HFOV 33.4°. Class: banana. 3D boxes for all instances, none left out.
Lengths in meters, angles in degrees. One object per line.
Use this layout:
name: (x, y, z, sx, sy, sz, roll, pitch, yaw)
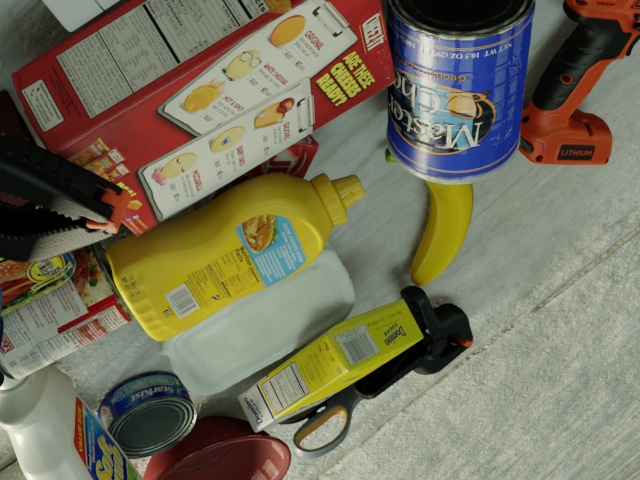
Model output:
banana: (0.102, -0.029, 0.942, 0.069, 0.037, 0.198, -12, 141, 5)

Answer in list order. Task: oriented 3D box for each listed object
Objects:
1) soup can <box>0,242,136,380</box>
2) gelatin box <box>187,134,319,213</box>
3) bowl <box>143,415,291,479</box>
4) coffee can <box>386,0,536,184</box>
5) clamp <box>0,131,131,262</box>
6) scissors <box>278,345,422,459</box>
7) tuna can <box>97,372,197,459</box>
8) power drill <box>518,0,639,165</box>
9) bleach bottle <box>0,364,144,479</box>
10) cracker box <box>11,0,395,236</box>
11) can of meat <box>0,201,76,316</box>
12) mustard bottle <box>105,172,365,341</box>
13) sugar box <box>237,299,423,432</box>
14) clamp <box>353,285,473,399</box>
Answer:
soup can: (-0.197, 0.052, 0.793, 0.102, 0.068, 0.068, -28, 143, -4)
gelatin box: (-0.051, -0.048, 0.814, 0.073, 0.030, 0.089, 1, 132, -35)
bowl: (-0.112, 0.222, 1.051, 0.162, 0.055, 0.162, -19, 143, -16)
coffee can: (0.098, -0.125, 0.772, 0.102, 0.103, 0.140, -21, 141, -14)
clamp: (-0.214, -0.033, 0.601, 0.210, 0.036, 0.164, 2, 140, 14)
scissors: (0.024, 0.144, 1.080, 0.201, 0.096, 0.016, -43, 146, -40)
tuna can: (-0.158, 0.159, 0.969, 0.086, 0.034, 0.086, -19, 141, -16)
power drill: (0.245, -0.151, 0.885, 0.184, 0.057, 0.188, 0, 130, -29)
bleach bottle: (-0.205, 0.193, 0.888, 0.068, 0.102, 0.250, -16, 124, 13)
cracker box: (-0.065, -0.104, 0.679, 0.213, 0.072, 0.164, -32, 162, -1)
can of meat: (-0.228, 0.006, 0.731, 0.102, 0.057, 0.084, -26, 145, -7)
mustard bottle: (-0.055, 0.001, 0.792, 0.191, 0.058, 0.096, -26, 140, -3)
sugar box: (0.005, 0.116, 0.963, 0.093, 0.048, 0.176, -19, 163, -37)
clamp: (0.105, 0.091, 1.053, 0.171, 0.039, 0.120, -11, 134, -53)
